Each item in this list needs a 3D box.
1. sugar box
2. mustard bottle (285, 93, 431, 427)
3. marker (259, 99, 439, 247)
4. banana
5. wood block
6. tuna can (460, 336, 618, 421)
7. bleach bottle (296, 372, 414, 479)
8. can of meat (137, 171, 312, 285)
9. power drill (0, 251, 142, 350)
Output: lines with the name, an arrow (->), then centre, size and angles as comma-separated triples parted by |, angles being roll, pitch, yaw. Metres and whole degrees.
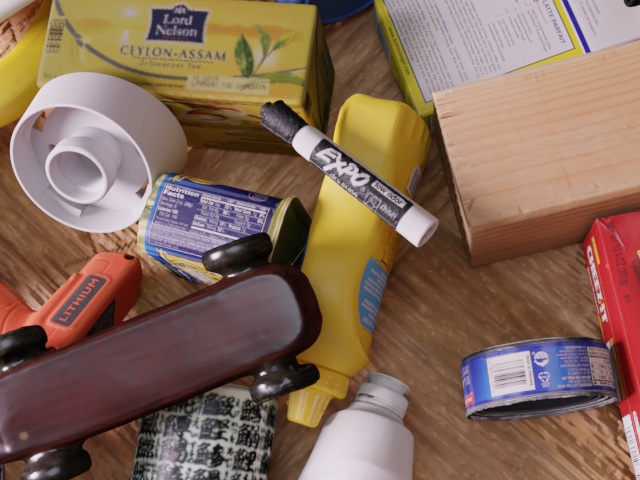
sugar box -> 0.131, -0.141, 0.691 | 0.176, 0.048, 0.093 | -19, 73, -1
mustard bottle -> 0.016, 0.017, 0.637 | 0.058, 0.096, 0.191 | 14, 77, 11
marker -> 0.013, -0.040, 0.591 | 0.121, 0.020, 0.020 | 39, 83, 17
banana -> -0.197, -0.132, 0.717 | 0.069, 0.037, 0.197 | 35, 62, 1
wood block -> 0.178, -0.059, 0.638 | 0.206, 0.090, 0.091 | -13, 73, 4
tuna can -> 0.124, 0.080, 0.610 | 0.086, 0.086, 0.034 | -7, 73, 6
bleach bottle -> -0.008, 0.193, 0.598 | 0.068, 0.103, 0.250 | 30, 66, -17
can of meat -> -0.054, 0.001, 0.650 | 0.084, 0.102, 0.057 | 14, 78, 13
power drill -> -0.211, 0.007, 0.675 | 0.188, 0.057, 0.184 | 25, 54, 8
